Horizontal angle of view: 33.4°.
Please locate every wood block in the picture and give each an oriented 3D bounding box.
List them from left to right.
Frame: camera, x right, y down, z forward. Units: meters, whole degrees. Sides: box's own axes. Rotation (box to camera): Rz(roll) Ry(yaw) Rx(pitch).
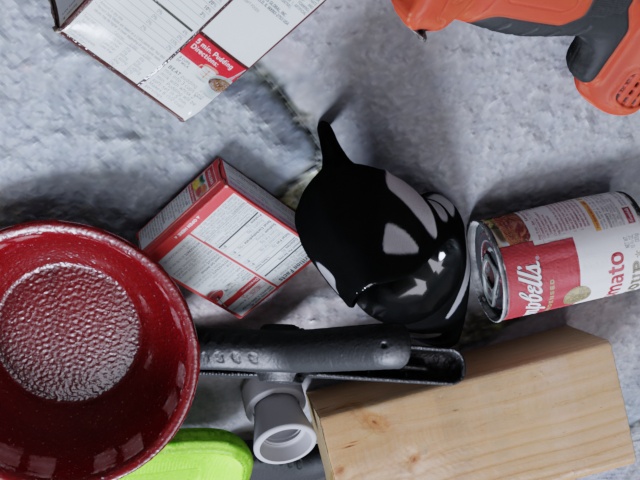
[{"bbox_3d":[0.103,0.132,0.759,0.206,0.091,0.090,-14,95,-5],"label":"wood block"}]

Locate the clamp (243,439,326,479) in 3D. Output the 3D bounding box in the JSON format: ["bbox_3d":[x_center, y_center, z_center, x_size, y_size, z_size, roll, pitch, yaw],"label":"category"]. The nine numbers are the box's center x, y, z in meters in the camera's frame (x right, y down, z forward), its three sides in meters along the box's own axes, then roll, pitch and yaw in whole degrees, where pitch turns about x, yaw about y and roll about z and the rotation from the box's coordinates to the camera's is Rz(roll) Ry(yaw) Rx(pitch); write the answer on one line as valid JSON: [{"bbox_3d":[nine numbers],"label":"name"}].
[{"bbox_3d":[-0.030,0.192,0.835,0.171,0.039,0.120,0,128,-14],"label":"clamp"}]

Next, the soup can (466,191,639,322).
[{"bbox_3d":[0.154,0.010,0.696,0.102,0.068,0.068,-12,135,-8],"label":"soup can"}]

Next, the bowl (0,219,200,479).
[{"bbox_3d":[-0.151,0.062,0.626,0.162,0.055,0.162,-1,102,-5],"label":"bowl"}]

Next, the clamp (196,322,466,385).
[{"bbox_3d":[-0.021,0.069,0.657,0.210,0.036,0.164,0,168,12],"label":"clamp"}]

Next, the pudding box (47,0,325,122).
[{"bbox_3d":[-0.061,-0.122,0.518,0.114,0.039,0.090,-39,132,18],"label":"pudding box"}]

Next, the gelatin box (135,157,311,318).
[{"bbox_3d":[-0.054,0.001,0.645,0.073,0.030,0.089,-40,132,19],"label":"gelatin box"}]
